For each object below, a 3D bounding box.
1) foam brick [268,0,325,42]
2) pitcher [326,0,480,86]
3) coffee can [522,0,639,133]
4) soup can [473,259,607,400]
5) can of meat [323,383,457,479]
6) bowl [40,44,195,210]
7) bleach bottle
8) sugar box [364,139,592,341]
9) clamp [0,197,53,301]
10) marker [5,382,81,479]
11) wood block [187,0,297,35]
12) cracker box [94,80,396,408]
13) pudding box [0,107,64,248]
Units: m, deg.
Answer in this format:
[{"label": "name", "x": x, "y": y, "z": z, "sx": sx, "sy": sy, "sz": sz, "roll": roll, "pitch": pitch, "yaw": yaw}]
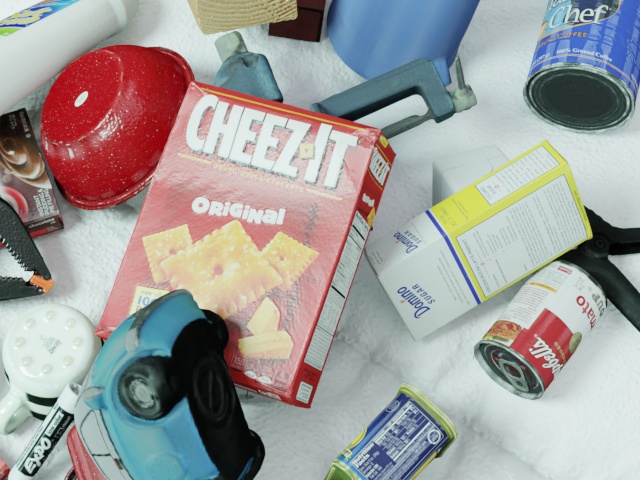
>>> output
[{"label": "foam brick", "x": -0.019, "y": -0.240, "z": 1.031, "sx": 0.051, "sy": 0.053, "sz": 0.078, "roll": 8, "pitch": 64, "yaw": -1}, {"label": "pitcher", "x": 0.088, "y": -0.261, "z": 0.944, "sx": 0.149, "sy": 0.243, "sz": 0.145, "roll": 18, "pitch": 62, "yaw": -4}, {"label": "coffee can", "x": 0.256, "y": -0.186, "z": 1.002, "sx": 0.103, "sy": 0.103, "sz": 0.140, "roll": 18, "pitch": 65, "yaw": 3}, {"label": "soup can", "x": 0.185, "y": 0.073, "z": 0.893, "sx": 0.068, "sy": 0.068, "sz": 0.102, "roll": 38, "pitch": 67, "yaw": 12}, {"label": "can of meat", "x": 0.052, "y": 0.167, "z": 0.819, "sx": 0.057, "sy": 0.102, "sz": 0.083, "roll": 42, "pitch": 70, "yaw": 13}, {"label": "bowl", "x": -0.185, "y": -0.109, "z": 0.907, "sx": 0.162, "sy": 0.055, "sz": 0.162, "roll": -17, "pitch": 58, "yaw": 28}, {"label": "bleach bottle", "x": -0.254, "y": -0.179, "z": 0.955, "sx": 0.103, "sy": 0.068, "sz": 0.250, "roll": 5, "pitch": 37, "yaw": 38}, {"label": "sugar box", "x": 0.131, "y": 0.002, "z": 0.880, "sx": 0.176, "sy": 0.093, "sz": 0.048, "roll": -29, "pitch": 40, "yaw": 3}, {"label": "clamp", "x": -0.309, "y": -0.019, "z": 0.860, "sx": 0.209, "sy": 0.036, "sz": 0.164, "roll": 22, "pitch": 82, "yaw": -16}, {"label": "marker", "x": -0.214, "y": 0.160, "z": 0.810, "sx": 0.020, "sy": 0.020, "sz": 0.121, "roll": 38, "pitch": 103, "yaw": 12}, {"label": "wood block", "x": -0.092, "y": -0.280, "z": 0.976, "sx": 0.090, "sy": 0.091, "sz": 0.206, "roll": -13, "pitch": 40, "yaw": -11}, {"label": "cracker box", "x": -0.055, "y": 0.001, "z": 0.816, "sx": 0.164, "sy": 0.072, "sz": 0.213, "roll": 16, "pitch": 81, "yaw": 17}, {"label": "pudding box", "x": -0.282, "y": -0.050, "z": 0.925, "sx": 0.090, "sy": 0.039, "sz": 0.113, "roll": -19, "pitch": 67, "yaw": -12}]
